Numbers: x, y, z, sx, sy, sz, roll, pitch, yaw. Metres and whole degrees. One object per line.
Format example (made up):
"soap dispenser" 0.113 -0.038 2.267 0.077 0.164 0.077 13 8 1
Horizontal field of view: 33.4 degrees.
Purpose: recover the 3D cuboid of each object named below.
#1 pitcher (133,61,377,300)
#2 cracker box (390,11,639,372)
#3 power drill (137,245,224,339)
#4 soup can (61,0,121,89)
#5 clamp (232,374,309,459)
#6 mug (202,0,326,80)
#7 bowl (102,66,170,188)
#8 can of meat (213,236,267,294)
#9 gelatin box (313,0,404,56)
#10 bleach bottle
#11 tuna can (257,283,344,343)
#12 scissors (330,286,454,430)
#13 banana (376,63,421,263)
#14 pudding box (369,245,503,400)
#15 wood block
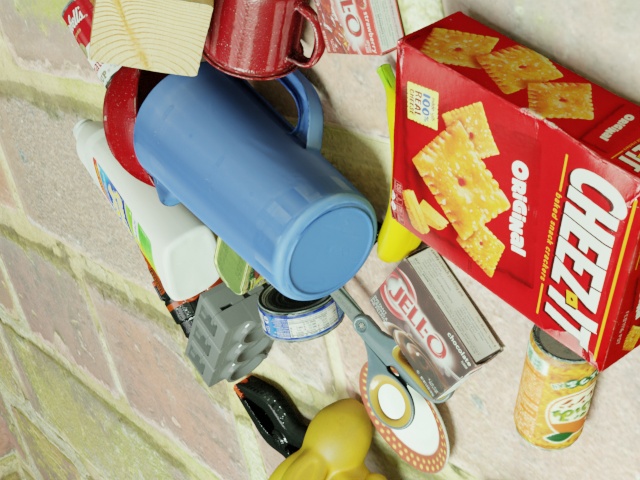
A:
"pitcher" -0.054 -0.063 0.962 0.243 0.144 0.149 43 154 40
"cracker box" 0.141 -0.036 0.729 0.214 0.072 0.164 39 145 36
"power drill" -0.157 0.047 1.320 0.184 0.057 0.188 60 152 4
"soup can" -0.237 -0.227 1.203 0.102 0.068 0.069 58 152 6
"clamp" -0.035 0.235 1.301 0.210 0.036 0.165 48 149 27
"mug" -0.044 -0.189 0.896 0.117 0.093 0.082 36 139 20
"bowl" -0.179 -0.125 1.099 0.055 0.162 0.162 -1 121 15
"can of meat" -0.057 0.001 1.082 0.057 0.083 0.102 51 150 21
"gelatin box" 0.025 -0.191 0.833 0.073 0.030 0.089 16 128 54
"bleach bottle" -0.204 -0.050 1.184 0.251 0.068 0.102 46 156 34
"tuna can" -0.020 0.066 1.075 0.086 0.086 0.034 23 132 50
"scissors" 0.038 0.101 1.017 0.202 0.016 0.096 35 108 25
"banana" 0.070 -0.046 0.883 0.070 0.037 0.198 -113 18 -50
"pudding box" 0.098 0.072 0.931 0.113 0.039 0.090 55 151 13
"wood block" -0.136 -0.250 0.882 0.091 0.090 0.206 118 155 -57
